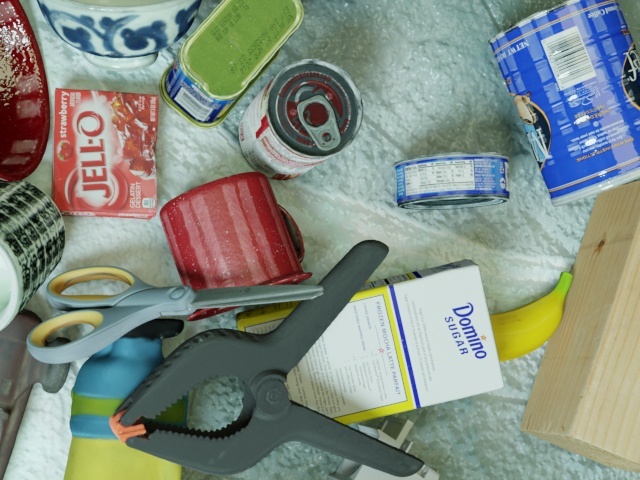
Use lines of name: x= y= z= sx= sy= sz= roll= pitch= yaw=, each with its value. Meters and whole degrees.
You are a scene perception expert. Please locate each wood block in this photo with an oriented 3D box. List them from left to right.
wood block: x=0.240 y=0.066 z=0.822 sx=0.090 sy=0.091 sz=0.206 roll=23 pitch=79 yaw=-12

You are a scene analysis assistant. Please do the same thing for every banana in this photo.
banana: x=0.105 y=0.061 z=0.816 sx=0.197 sy=0.037 sz=0.069 roll=0 pitch=65 yaw=-17

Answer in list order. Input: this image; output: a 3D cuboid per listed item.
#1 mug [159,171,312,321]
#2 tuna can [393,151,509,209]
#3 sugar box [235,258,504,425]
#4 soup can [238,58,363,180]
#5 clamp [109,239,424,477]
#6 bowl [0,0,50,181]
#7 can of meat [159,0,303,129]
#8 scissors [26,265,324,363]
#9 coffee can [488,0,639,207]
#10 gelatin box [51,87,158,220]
mug: x=-0.055 y=0.001 z=0.755 sx=0.117 sy=0.093 sz=0.081 roll=-14 pitch=81 yaw=-48
tuna can: x=0.098 y=-0.043 z=0.797 sx=0.086 sy=0.086 sz=0.034 roll=-2 pitch=86 yaw=-16
sugar box: x=0.034 y=0.078 z=0.761 sx=0.176 sy=0.048 sz=0.093 roll=-13 pitch=96 yaw=-3
soup can: x=-0.017 y=-0.083 z=0.760 sx=0.068 sy=0.102 sz=0.068 roll=2 pitch=84 yaw=-16
clamp: x=-0.032 y=0.087 z=0.697 sx=0.209 sy=0.036 sz=0.164 roll=-5 pitch=93 yaw=-20
bowl: x=-0.239 y=-0.112 z=0.693 sx=0.055 sy=0.162 sz=0.162 roll=-12 pitch=87 yaw=12
can of meat: x=-0.063 y=-0.136 z=0.762 sx=0.057 sy=0.084 sz=0.102 roll=41 pitch=76 yaw=-8
scissors: x=-0.105 y=0.050 z=0.678 sx=0.096 sy=0.202 sz=0.016 roll=-54 pitch=138 yaw=-41
coffee can: x=0.203 y=-0.109 z=0.824 sx=0.102 sy=0.103 sz=0.140 roll=-22 pitch=90 yaw=-17
gelatin box: x=-0.153 y=-0.061 z=0.757 sx=0.073 sy=0.030 sz=0.089 roll=2 pitch=83 yaw=-15
